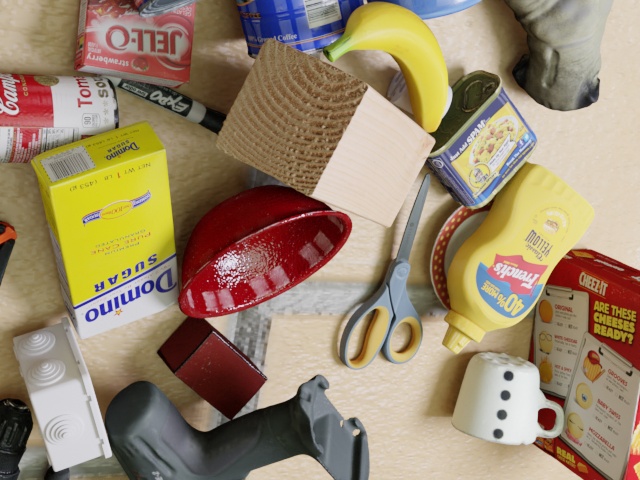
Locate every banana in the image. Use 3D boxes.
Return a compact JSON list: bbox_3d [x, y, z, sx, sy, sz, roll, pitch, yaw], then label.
[{"bbox_3d":[0.066,-0.146,0.868,0.070,0.037,0.197,-47,149,12],"label":"banana"}]

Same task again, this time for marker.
[{"bbox_3d":[-0.125,-0.116,0.875,0.121,0.020,0.020,23,95,-30],"label":"marker"}]

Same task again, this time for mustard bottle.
[{"bbox_3d":[0.176,0.025,1.023,0.096,0.058,0.191,35,89,-30],"label":"mustard bottle"}]

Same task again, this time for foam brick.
[{"bbox_3d":[-0.095,0.111,0.945,0.051,0.053,0.078,-48,121,-5],"label":"foam brick"}]

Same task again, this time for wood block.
[{"bbox_3d":[0.011,-0.079,0.850,0.091,0.090,0.205,-63,161,4],"label":"wood block"}]

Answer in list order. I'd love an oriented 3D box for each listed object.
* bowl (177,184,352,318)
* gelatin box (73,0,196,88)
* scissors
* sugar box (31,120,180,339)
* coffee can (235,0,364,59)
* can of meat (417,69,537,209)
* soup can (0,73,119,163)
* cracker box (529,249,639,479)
[{"bbox_3d":[-0.056,0.001,0.899,0.162,0.055,0.162,-25,160,-10],"label":"bowl"},{"bbox_3d":[-0.143,-0.163,0.832,0.089,0.030,0.073,7,85,-28],"label":"gelatin box"},{"bbox_3d":[0.086,0.040,1.027,0.096,0.016,0.202,24,99,-34],"label":"scissors"},{"bbox_3d":[-0.163,-0.004,0.839,0.093,0.048,0.176,-20,138,-19],"label":"sugar box"},{"bbox_3d":[-0.024,-0.225,0.840,0.102,0.103,0.140,-22,115,-19],"label":"coffee can"},{"bbox_3d":[0.144,-0.092,0.995,0.102,0.058,0.084,-47,123,-5],"label":"can of meat"},{"bbox_3d":[-0.211,-0.092,0.811,0.102,0.069,0.068,-2,107,-27],"label":"soup can"},{"bbox_3d":[0.288,0.133,1.078,0.072,0.164,0.214,-5,109,-27],"label":"cracker box"}]
